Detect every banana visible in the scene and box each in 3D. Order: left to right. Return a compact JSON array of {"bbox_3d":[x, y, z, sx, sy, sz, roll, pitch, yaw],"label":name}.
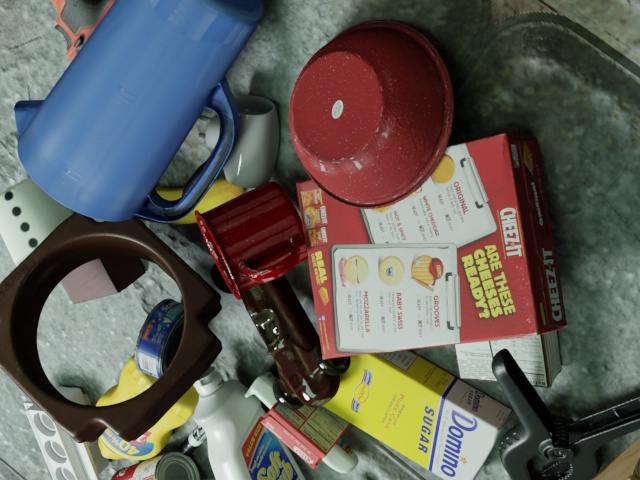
[{"bbox_3d":[-0.162,-0.049,1.095,0.198,0.037,0.070,14,123,25],"label":"banana"}]

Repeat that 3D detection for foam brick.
[{"bbox_3d":[-0.246,0.032,1.184,0.078,0.052,0.051,-14,108,37],"label":"foam brick"}]

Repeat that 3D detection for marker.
[{"bbox_3d":[-0.134,0.219,1.244,0.020,0.020,0.121,43,130,3],"label":"marker"}]

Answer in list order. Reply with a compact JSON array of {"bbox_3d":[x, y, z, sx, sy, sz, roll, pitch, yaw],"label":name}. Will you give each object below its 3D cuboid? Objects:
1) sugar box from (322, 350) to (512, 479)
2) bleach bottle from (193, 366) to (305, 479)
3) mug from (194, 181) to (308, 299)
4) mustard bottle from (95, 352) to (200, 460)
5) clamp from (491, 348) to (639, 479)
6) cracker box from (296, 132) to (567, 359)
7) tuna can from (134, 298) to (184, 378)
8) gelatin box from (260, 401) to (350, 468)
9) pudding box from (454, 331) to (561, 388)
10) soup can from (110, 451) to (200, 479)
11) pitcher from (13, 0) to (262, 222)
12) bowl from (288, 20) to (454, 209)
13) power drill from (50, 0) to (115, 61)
[{"bbox_3d":[0.090,0.165,1.056,0.176,0.048,0.093,30,125,16],"label":"sugar box"},{"bbox_3d":[-0.076,0.255,1.175,0.068,0.102,0.251,-12,111,45],"label":"bleach bottle"},{"bbox_3d":[-0.056,0.001,0.985,0.117,0.081,0.093,47,161,58],"label":"mug"},{"bbox_3d":[-0.217,0.208,1.264,0.096,0.058,0.192,40,130,-1],"label":"mustard bottle"},{"bbox_3d":[0.228,0.178,0.968,0.164,0.036,0.210,8,137,8],"label":"clamp"},{"bbox_3d":[0.091,0.010,0.920,0.214,0.071,0.164,-11,86,35],"label":"cracker box"},{"bbox_3d":[-0.163,0.108,1.156,0.034,0.086,0.086,19,125,20],"label":"tuna can"},{"bbox_3d":[-0.009,0.181,1.099,0.073,0.089,0.030,40,129,6],"label":"gelatin box"},{"bbox_3d":[0.165,0.075,0.965,0.090,0.039,0.113,2,119,30],"label":"pudding box"},{"bbox_3d":[-0.203,0.300,1.300,0.102,0.068,0.068,-27,101,41],"label":"soup can"},{"bbox_3d":[-0.150,-0.136,0.953,0.243,0.149,0.145,-49,53,27],"label":"pitcher"},{"bbox_3d":[0.028,-0.108,0.888,0.162,0.055,0.162,-1,88,36],"label":"bowl"},{"bbox_3d":[-0.259,-0.219,1.046,0.187,0.057,0.185,45,126,-2],"label":"power drill"}]
